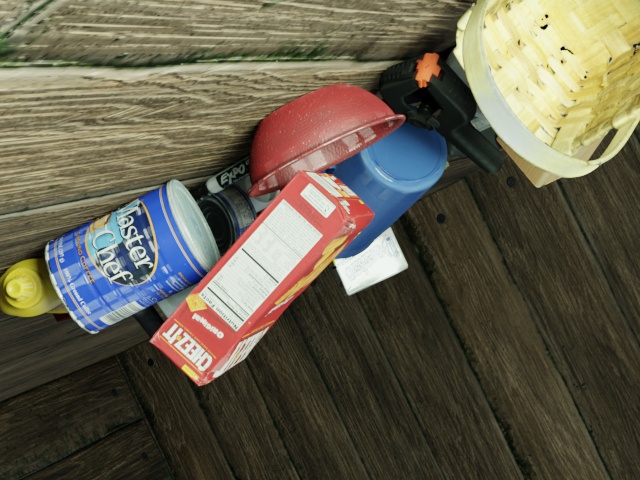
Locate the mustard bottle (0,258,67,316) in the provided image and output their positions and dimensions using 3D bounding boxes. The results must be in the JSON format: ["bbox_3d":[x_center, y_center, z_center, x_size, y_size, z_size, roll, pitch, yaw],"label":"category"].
[{"bbox_3d":[-0.289,0.049,1.133,0.096,0.058,0.191,-14,177,4],"label":"mustard bottle"}]

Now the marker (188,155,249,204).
[{"bbox_3d":[-0.089,-0.070,1.113,0.121,0.020,0.020,-27,176,24],"label":"marker"}]

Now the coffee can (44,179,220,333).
[{"bbox_3d":[-0.181,0.016,1.045,0.140,0.103,0.102,-26,177,6],"label":"coffee can"}]

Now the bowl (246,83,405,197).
[{"bbox_3d":[-0.005,-0.099,0.977,0.162,0.055,0.162,-25,177,-2],"label":"bowl"}]

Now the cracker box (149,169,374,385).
[{"bbox_3d":[-0.049,0.033,1.029,0.214,0.072,0.164,-48,174,8],"label":"cracker box"}]

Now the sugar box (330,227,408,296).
[{"bbox_3d":[0.040,-0.023,1.427,0.093,0.176,0.048,-25,177,-7],"label":"sugar box"}]

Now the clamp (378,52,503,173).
[{"bbox_3d":[0.094,-0.129,1.035,0.165,0.036,0.210,18,168,17],"label":"clamp"}]

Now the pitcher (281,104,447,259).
[{"bbox_3d":[0.044,-0.072,1.276,0.149,0.145,0.243,-39,179,-25],"label":"pitcher"}]

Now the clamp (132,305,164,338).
[{"bbox_3d":[-0.226,0.069,1.290,0.039,0.120,0.171,-36,145,14],"label":"clamp"}]

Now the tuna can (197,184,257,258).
[{"bbox_3d":[-0.108,-0.019,1.191,0.033,0.086,0.086,-21,174,-40],"label":"tuna can"}]
